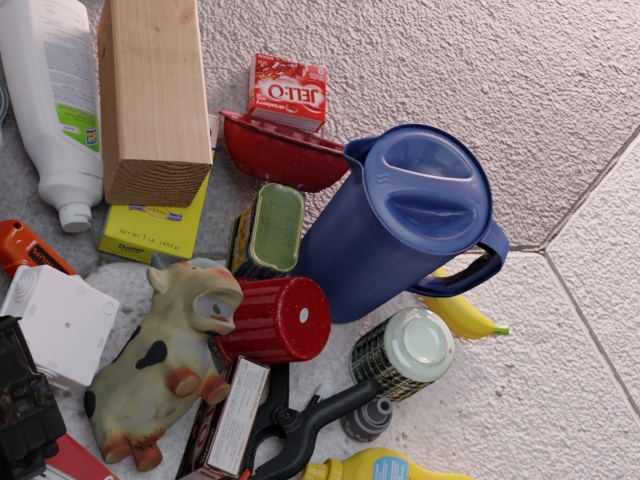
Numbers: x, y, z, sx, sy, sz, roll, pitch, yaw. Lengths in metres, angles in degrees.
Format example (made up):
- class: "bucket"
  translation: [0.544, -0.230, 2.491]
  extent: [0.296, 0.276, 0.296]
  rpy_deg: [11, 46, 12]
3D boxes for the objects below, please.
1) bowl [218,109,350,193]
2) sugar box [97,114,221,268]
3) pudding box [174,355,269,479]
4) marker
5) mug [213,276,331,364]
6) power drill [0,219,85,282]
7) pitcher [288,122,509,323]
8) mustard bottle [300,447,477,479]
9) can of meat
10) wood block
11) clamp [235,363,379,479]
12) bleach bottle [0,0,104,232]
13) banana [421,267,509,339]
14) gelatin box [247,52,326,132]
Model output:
- class: "bowl"
  translation: [-0.038, -0.090, 1.139]
  extent: [0.162, 0.162, 0.055]
  rpy_deg: [15, 99, -16]
- class: "sugar box"
  translation: [-0.165, -0.062, 1.111]
  extent: [0.093, 0.048, 0.176]
  rpy_deg: [16, 63, -15]
- class: "pudding box"
  translation: [-0.093, 0.174, 1.007]
  extent: [0.039, 0.090, 0.113]
  rpy_deg: [22, 61, -15]
- class: "marker"
  translation: [-0.021, 0.196, 1.070]
  extent: [0.020, 0.020, 0.121]
  rpy_deg: [36, 58, -4]
- class: "mug"
  translation: [-0.037, 0.081, 1.037]
  extent: [0.117, 0.082, 0.093]
  rpy_deg: [22, 67, -47]
- class: "power drill"
  translation: [-0.312, 0.072, 0.957]
  extent: [0.184, 0.057, 0.187]
  rpy_deg: [48, 56, -25]
- class: "pitcher"
  translation: [0.066, 0.002, 1.063]
  extent: [0.144, 0.243, 0.149]
  rpy_deg: [-12, 72, -27]
- class: "mustard bottle"
  translation: [0.070, 0.258, 1.057]
  extent: [0.191, 0.058, 0.096]
  rpy_deg: [22, 63, -13]
- class: "can of meat"
  translation: [-0.057, 0.001, 1.105]
  extent: [0.057, 0.084, 0.102]
  rpy_deg: [16, 62, -16]
- class: "wood block"
  translation: [-0.170, -0.146, 1.071]
  extent: [0.090, 0.091, 0.206]
  rpy_deg: [2, 64, -21]
- class: "clamp"
  translation: [-0.037, 0.171, 1.054]
  extent: [0.120, 0.039, 0.171]
  rpy_deg: [29, 60, 32]
- class: "bleach bottle"
  translation: [-0.269, -0.130, 1.078]
  extent: [0.102, 0.068, 0.251]
  rpy_deg: [11, 61, -50]
- class: "banana"
  translation: [0.132, 0.039, 1.199]
  extent: [0.069, 0.037, 0.198]
  rpy_deg: [-26, 80, -48]
- class: "gelatin box"
  translation: [-0.037, -0.169, 1.223]
  extent: [0.089, 0.030, 0.073]
  rpy_deg: [10, 64, -18]
